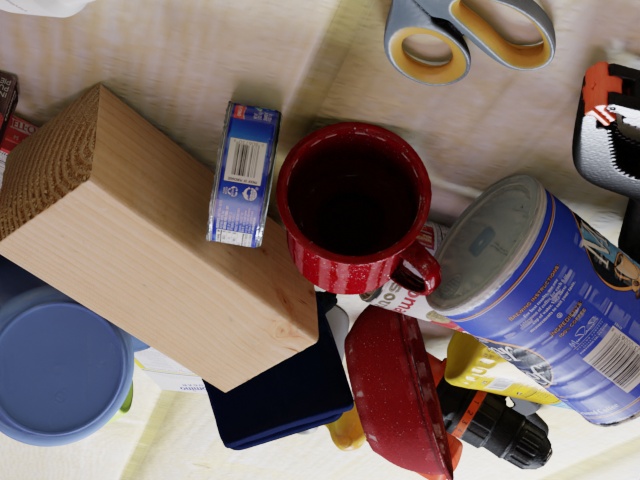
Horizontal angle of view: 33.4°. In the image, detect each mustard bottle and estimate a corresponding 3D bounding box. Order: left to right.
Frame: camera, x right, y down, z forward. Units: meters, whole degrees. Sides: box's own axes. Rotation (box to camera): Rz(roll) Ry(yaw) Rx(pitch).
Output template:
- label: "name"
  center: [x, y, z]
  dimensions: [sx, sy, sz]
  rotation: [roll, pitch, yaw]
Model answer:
- label: "mustard bottle"
  center: [0.207, 0.109, 0.889]
  dimensions: [0.191, 0.058, 0.096]
  rotation: [14, 150, -8]

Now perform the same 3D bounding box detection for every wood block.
- label: "wood block"
  center: [-0.102, 0.005, 0.706]
  dimensions: [0.091, 0.090, 0.205]
  rotation: [-32, 131, 25]

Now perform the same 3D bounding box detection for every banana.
- label: "banana"
  center: [0.002, 0.161, 1.016]
  dimensions: [0.069, 0.037, 0.198]
  rotation: [3, -170, -29]

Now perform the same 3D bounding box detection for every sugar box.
- label: "sugar box"
  center: [-0.132, 0.099, 1.008]
  dimensions: [0.093, 0.048, 0.176]
  rotation: [4, 158, 13]

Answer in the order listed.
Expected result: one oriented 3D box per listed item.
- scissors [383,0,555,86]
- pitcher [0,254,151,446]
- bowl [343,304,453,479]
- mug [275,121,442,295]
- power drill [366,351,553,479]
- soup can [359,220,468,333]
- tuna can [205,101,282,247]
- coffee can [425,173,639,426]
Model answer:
- label: "scissors"
  center: [0.028, -0.128, 0.518]
  dimensions: [0.201, 0.016, 0.096]
  rotation: [24, 151, -27]
- label: "pitcher"
  center: [-0.211, 0.074, 0.804]
  dimensions: [0.145, 0.149, 0.243]
  rotation: [48, 164, -20]
- label: "bowl"
  center: [0.057, 0.112, 0.822]
  dimensions: [0.055, 0.162, 0.162]
  rotation: [-15, 150, 7]
- label: "mug"
  center: [0.028, -0.008, 0.668]
  dimensions: [0.117, 0.093, 0.081]
  rotation: [38, 163, 12]
- label: "power drill"
  center: [0.113, 0.170, 0.995]
  dimensions: [0.184, 0.057, 0.188]
  rotation: [33, 154, 10]
- label: "soup can"
  center: [0.085, 0.025, 0.752]
  dimensions: [0.102, 0.068, 0.069]
  rotation: [18, 153, -14]
- label: "tuna can"
  center: [-0.046, -0.039, 0.646]
  dimensions: [0.033, 0.086, 0.086]
  rotation: [9, 154, -4]
- label: "coffee can"
  center: [0.152, 0.039, 0.679]
  dimensions: [0.140, 0.102, 0.103]
  rotation: [36, 147, -17]
